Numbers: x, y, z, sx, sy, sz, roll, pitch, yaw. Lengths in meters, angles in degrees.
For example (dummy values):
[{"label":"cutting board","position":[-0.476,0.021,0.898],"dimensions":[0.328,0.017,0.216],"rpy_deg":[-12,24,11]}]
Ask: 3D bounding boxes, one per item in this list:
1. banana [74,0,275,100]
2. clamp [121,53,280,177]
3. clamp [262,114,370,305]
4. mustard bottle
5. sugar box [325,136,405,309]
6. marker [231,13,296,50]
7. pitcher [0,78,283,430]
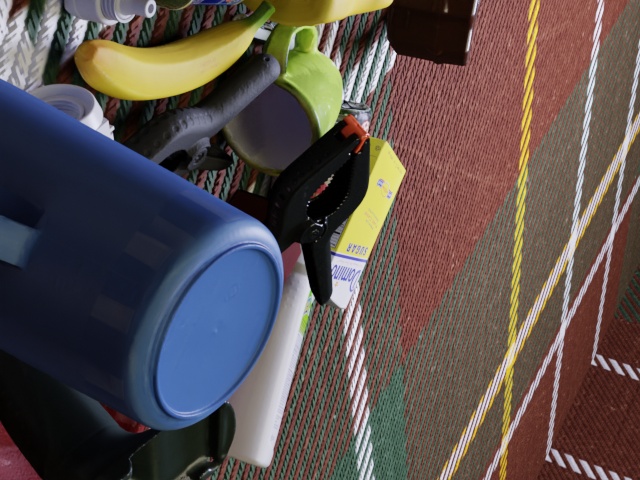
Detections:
[{"label":"banana","position":[-0.111,-0.132,0.763],"dimensions":[0.197,0.037,0.070],"rpy_deg":[-31,154,-50]},{"label":"clamp","position":[-0.096,-0.083,0.806],"dimensions":[0.171,0.039,0.120],"rpy_deg":[-35,158,-56]},{"label":"clamp","position":[-0.010,-0.013,0.905],"dimensions":[0.164,0.036,0.210],"rpy_deg":[4,129,-48]},{"label":"mustard bottle","position":[0.012,-0.222,0.900],"dimensions":[0.191,0.096,0.058],"rpy_deg":[-31,138,-56]},{"label":"sugar box","position":[0.032,-0.019,1.156],"dimensions":[0.176,0.048,0.093],"rpy_deg":[-69,156,-10]},{"label":"marker","position":[-0.040,-0.176,0.919],"dimensions":[0.121,0.020,0.020],"rpy_deg":[-3,110,-65]},{"label":"pitcher","position":[-0.147,-0.005,0.534],"dimensions":[0.149,0.243,0.145],"rpy_deg":[-39,143,-40]}]
